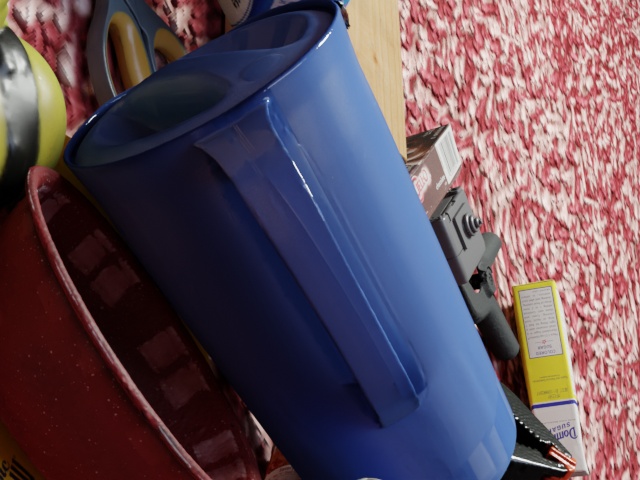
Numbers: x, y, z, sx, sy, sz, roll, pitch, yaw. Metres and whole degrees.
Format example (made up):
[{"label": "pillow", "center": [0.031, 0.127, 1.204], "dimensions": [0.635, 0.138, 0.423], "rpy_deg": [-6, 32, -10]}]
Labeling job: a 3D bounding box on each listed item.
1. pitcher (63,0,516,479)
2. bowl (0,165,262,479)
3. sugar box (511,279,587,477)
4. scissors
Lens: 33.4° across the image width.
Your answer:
[{"label": "pitcher", "center": [0.001, 0.025, 0.489], "dimensions": [0.242, 0.145, 0.149], "rpy_deg": [60, 40, -24]}, {"label": "bowl", "center": [-0.087, 0.052, 0.419], "dimensions": [0.162, 0.055, 0.162], "rpy_deg": [58, 0, -1]}, {"label": "sugar box", "center": [0.215, 0.133, 1.000], "dimensions": [0.093, 0.048, 0.176], "rpy_deg": [44, 40, -69]}, {"label": "scissors", "center": [-0.110, -0.151, 0.608], "dimensions": [0.096, 0.016, 0.202], "rpy_deg": [13, 65, -60]}]
